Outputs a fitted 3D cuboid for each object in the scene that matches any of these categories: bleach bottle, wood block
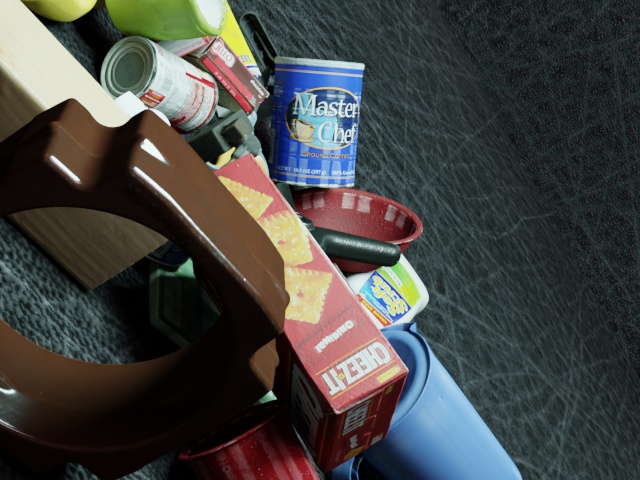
[{"bbox_3d":[0.055,0.085,1.214,0.102,0.068,0.250,56,22,-5],"label":"bleach bottle"},{"bbox_3d":[-0.202,-0.073,0.784,0.206,0.090,0.091,48,23,-28],"label":"wood block"}]

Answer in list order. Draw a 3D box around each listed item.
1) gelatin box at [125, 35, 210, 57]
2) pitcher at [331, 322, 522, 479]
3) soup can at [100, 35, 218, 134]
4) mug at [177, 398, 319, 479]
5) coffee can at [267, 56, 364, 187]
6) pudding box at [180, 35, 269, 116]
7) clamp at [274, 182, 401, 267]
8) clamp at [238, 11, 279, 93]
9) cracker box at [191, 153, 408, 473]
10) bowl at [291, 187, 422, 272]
[{"bbox_3d":[-0.156,-0.213,1.086,0.030,0.089,0.073,55,19,-38],"label":"gelatin box"},{"bbox_3d":[0.103,0.214,1.076,0.242,0.149,0.145,49,7,-34],"label":"pitcher"},{"bbox_3d":[-0.155,-0.149,1.033,0.102,0.069,0.068,22,41,-58],"label":"soup can"},{"bbox_3d":[-0.052,0.177,0.814,0.081,0.093,0.117,63,-16,-3],"label":"mug"},{"bbox_3d":[-0.006,-0.136,1.225,0.102,0.103,0.140,-20,116,-70],"label":"coffee can"},{"bbox_3d":[-0.116,-0.182,1.130,0.114,0.039,0.090,24,-20,52],"label":"pudding box"},{"bbox_3d":[-0.016,-0.003,1.062,0.165,0.036,0.209,26,19,15],"label":"clamp"},{"bbox_3d":[-0.050,-0.199,1.339,0.171,0.039,0.120,52,18,-59],"label":"clamp"},{"bbox_3d":[-0.026,0.062,0.844,0.214,0.072,0.164,55,-17,21],"label":"cracker box"},{"bbox_3d":[0.033,-0.008,1.229,0.162,0.055,0.162,10,23,-4],"label":"bowl"}]
